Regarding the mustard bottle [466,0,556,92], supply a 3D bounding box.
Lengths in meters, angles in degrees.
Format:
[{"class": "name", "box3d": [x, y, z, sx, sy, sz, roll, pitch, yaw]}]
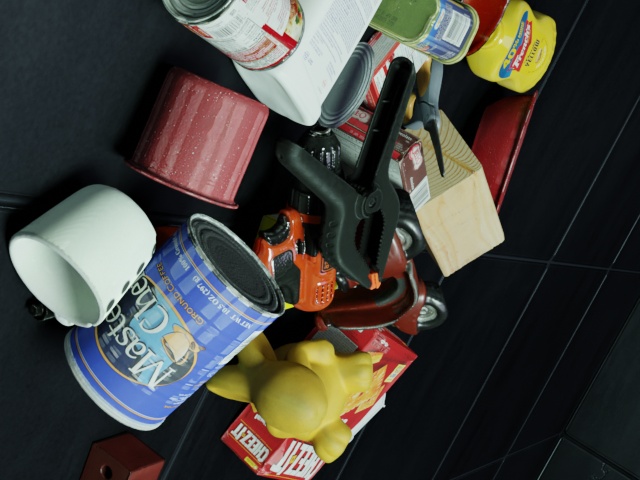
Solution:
[{"class": "mustard bottle", "box3d": [0.210, -0.228, 1.215, 0.191, 0.058, 0.096, 1, 115, -61]}]

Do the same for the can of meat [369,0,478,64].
[{"class": "can of meat", "box3d": [0.078, -0.204, 0.953, 0.083, 0.102, 0.057, 4, 115, -60]}]

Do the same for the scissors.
[{"class": "scissors", "box3d": [0.104, -0.112, 1.076, 0.096, 0.016, 0.201, 118, -19, -50]}]

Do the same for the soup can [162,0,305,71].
[{"class": "soup can", "box3d": [-0.062, -0.171, 0.774, 0.068, 0.069, 0.102, -60, 154, 3]}]

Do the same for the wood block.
[{"class": "wood block", "box3d": [0.139, -0.049, 1.217, 0.090, 0.091, 0.206, -32, 153, 2]}]

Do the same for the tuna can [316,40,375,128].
[{"class": "tuna can", "box3d": [0.011, -0.147, 0.972, 0.086, 0.034, 0.086, -42, 150, -32]}]

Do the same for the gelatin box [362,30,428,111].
[{"class": "gelatin box", "box3d": [0.070, -0.178, 1.049, 0.089, 0.030, 0.073, -53, 155, -11]}]

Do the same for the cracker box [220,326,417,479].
[{"class": "cracker box", "box3d": [0.005, 0.182, 1.249, 0.214, 0.072, 0.164, -50, 154, 0]}]

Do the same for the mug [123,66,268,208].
[{"class": "mug", "box3d": [-0.090, -0.080, 0.814, 0.117, 0.093, 0.081, -108, -139, -83]}]

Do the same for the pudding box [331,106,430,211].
[{"class": "pudding box", "box3d": [0.061, -0.080, 1.071, 0.039, 0.090, 0.113, -48, 153, -18]}]

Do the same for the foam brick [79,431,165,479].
[{"class": "foam brick", "box3d": [-0.190, 0.228, 1.000, 0.051, 0.053, 0.078, -9, 125, -58]}]

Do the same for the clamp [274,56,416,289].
[{"class": "clamp", "box3d": [0.038, -0.048, 0.935, 0.164, 0.036, 0.210, -42, 139, -27]}]

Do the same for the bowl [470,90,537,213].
[{"class": "bowl", "box3d": [0.220, -0.116, 1.328, 0.162, 0.055, 0.162, 19, 89, -80]}]

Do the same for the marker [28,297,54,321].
[{"class": "marker", "box3d": [-0.184, 0.046, 0.849, 0.120, 0.020, 0.020, -11, 127, -57]}]

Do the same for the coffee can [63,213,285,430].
[{"class": "coffee can", "box3d": [-0.112, 0.063, 0.822, 0.140, 0.103, 0.102, -42, 158, 13]}]

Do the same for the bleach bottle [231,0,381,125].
[{"class": "bleach bottle", "box3d": [0.026, -0.224, 0.883, 0.250, 0.068, 0.102, -57, 155, -10]}]

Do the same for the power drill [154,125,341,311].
[{"class": "power drill", "box3d": [-0.056, 0.001, 0.938, 0.187, 0.057, 0.184, -19, 125, -34]}]
